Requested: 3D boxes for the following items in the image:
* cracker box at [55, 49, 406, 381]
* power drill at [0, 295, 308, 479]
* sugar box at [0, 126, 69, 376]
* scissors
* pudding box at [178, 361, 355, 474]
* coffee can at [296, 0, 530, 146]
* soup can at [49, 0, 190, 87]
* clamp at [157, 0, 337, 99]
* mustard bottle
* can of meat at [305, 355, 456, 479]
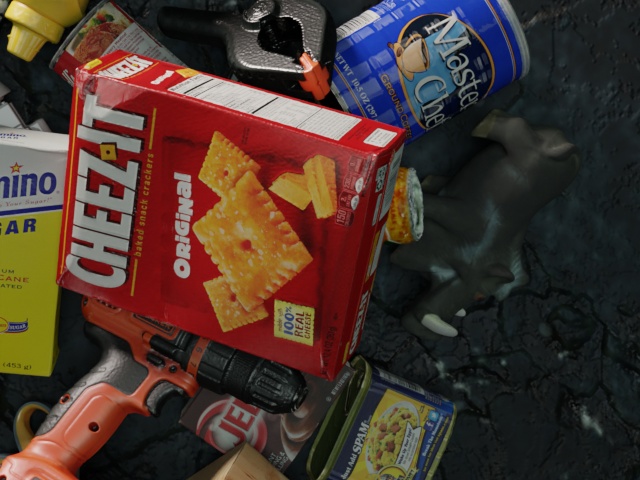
[{"bbox_3d":[-0.065,-0.019,0.716,0.214,0.072,0.164,17,114,13],"label":"cracker box"},{"bbox_3d":[-0.125,0.129,0.758,0.184,0.057,0.187,25,67,17],"label":"power drill"},{"bbox_3d":[-0.231,0.008,0.767,0.093,0.048,0.176,6,112,-9],"label":"sugar box"},{"bbox_3d":[-0.189,0.212,0.776,0.096,0.016,0.202,-36,64,12],"label":"scissors"},{"bbox_3d":[-0.042,0.118,0.825,0.090,0.039,0.113,36,89,-7],"label":"pudding box"},{"bbox_3d":[0.068,-0.131,0.789,0.140,0.103,0.103,-31,97,-4],"label":"coffee can"},{"bbox_3d":[-0.137,-0.119,0.781,0.102,0.068,0.068,40,88,-9],"label":"soup can"},{"bbox_3d":[-0.033,-0.160,0.763,0.120,0.172,0.039,-45,142,-5],"label":"clamp"},{"bbox_3d":[-0.171,-0.216,0.755,0.058,0.096,0.191,26,91,-9],"label":"mustard bottle"},{"bbox_3d":[0.048,0.153,0.831,0.084,0.057,0.102,24,91,-11],"label":"can of meat"}]
